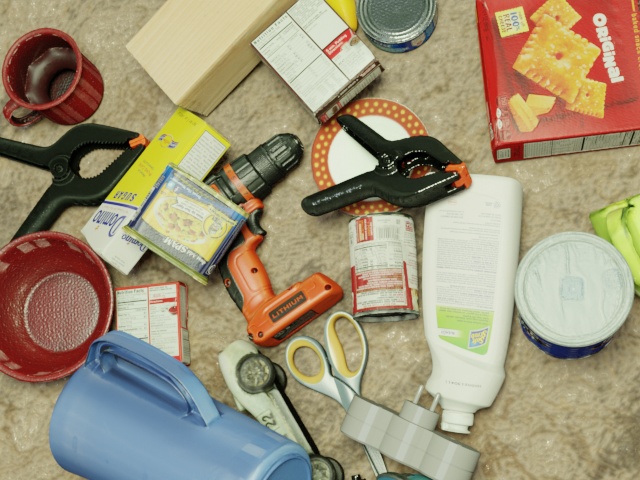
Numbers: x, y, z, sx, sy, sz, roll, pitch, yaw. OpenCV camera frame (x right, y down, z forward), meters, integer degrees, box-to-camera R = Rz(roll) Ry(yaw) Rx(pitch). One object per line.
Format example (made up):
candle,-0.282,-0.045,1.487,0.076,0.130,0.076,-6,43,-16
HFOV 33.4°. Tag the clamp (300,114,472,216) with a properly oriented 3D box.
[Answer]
clamp,0.062,-0.063,1.055,0.172,0.039,0.120,16,73,37

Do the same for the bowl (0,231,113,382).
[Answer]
bowl,-0.289,0.074,1.147,0.162,0.055,0.162,-2,79,11

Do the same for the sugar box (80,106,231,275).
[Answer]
sugar box,-0.177,-0.055,1.131,0.176,0.048,0.093,-50,30,-3

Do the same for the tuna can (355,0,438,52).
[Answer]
tuna can,0.083,-0.246,1.144,0.086,0.033,0.086,-2,79,11

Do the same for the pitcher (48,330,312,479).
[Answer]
pitcher,-0.132,0.193,1.009,0.243,0.149,0.145,18,76,33

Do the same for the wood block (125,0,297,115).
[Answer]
wood block,-0.093,-0.241,1.131,0.206,0.090,0.091,-44,76,12

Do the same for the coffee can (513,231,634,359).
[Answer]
coffee can,0.234,0.055,0.997,0.103,0.140,0.103,-2,79,11

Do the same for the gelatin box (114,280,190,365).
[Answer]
gelatin box,-0.178,0.091,1.134,0.073,0.030,0.089,-7,78,12

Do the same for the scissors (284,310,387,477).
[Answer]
scissors,0.018,0.173,1.084,0.096,0.016,0.202,-9,77,12

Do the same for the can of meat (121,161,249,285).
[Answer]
can of meat,-0.133,-0.018,1.065,0.102,0.057,0.084,34,88,-7

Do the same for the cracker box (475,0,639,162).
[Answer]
cracker box,0.270,-0.176,1.071,0.214,0.072,0.164,-6,78,10

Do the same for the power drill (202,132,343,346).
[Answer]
power drill,-0.057,0.001,1.114,0.184,0.057,0.188,-38,71,7

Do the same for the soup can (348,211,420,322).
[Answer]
soup can,0.063,0.028,1.076,0.068,0.068,0.102,-5,78,11

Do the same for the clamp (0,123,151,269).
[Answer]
clamp,-0.292,-0.082,1.188,0.210,0.036,0.164,-27,75,4

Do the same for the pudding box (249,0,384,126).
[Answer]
pudding box,-0.004,-0.189,1.094,0.090,0.039,0.113,-41,72,3

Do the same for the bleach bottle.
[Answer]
bleach bottle,0.140,0.062,1.057,0.103,0.068,0.251,5,84,21

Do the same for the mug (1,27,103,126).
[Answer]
mug,-0.301,-0.169,1.184,0.117,0.081,0.093,-44,74,0
